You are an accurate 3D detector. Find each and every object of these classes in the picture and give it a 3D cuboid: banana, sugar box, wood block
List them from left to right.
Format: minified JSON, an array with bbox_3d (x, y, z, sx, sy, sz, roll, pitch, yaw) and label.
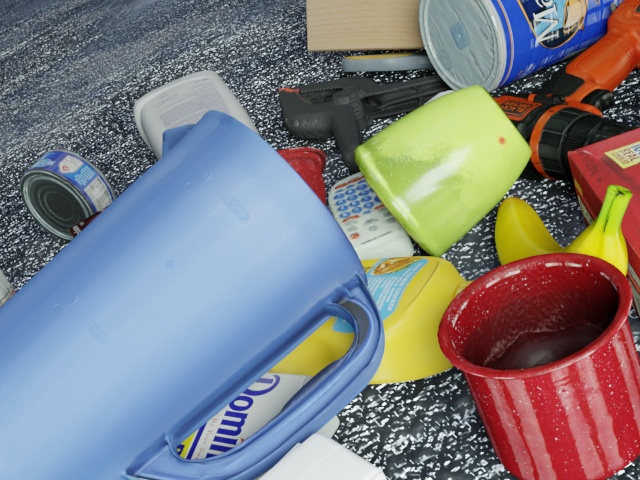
[{"bbox_3d":[-0.086,0.117,0.626,0.177,0.048,0.093,-4,35,36],"label":"sugar box"},{"bbox_3d":[0.087,-0.227,1.013,0.090,0.091,0.207,-10,13,-42],"label":"wood block"},{"bbox_3d":[0.135,0.008,0.610,0.037,0.069,0.198,16,-1,-8],"label":"banana"}]

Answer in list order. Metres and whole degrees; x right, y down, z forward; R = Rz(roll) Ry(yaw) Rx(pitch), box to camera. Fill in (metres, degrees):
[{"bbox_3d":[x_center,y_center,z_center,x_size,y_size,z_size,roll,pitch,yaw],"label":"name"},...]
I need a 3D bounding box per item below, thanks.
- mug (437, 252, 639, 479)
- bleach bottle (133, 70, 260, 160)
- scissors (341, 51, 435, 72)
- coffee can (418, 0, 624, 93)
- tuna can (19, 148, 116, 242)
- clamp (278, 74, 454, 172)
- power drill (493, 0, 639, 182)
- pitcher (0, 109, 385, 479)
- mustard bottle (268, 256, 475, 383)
[{"bbox_3d":[0.107,0.063,0.530,0.093,0.081,0.117,-36,30,-21],"label":"mug"},{"bbox_3d":[-0.104,-0.079,0.968,0.102,0.068,0.251,-26,30,-3],"label":"bleach bottle"},{"bbox_3d":[0.121,-0.167,0.984,0.202,0.016,0.096,1,14,15],"label":"scissors"},{"bbox_3d":[0.167,-0.188,0.874,0.140,0.103,0.103,-25,26,-23],"label":"coffee can"},{"bbox_3d":[-0.229,-0.039,0.968,0.086,0.086,0.033,-2,36,36],"label":"tuna can"},{"bbox_3d":[0.039,-0.120,0.950,0.164,0.036,0.210,-29,27,-22],"label":"clamp"},{"bbox_3d":[0.212,-0.109,0.771,0.187,0.057,0.185,-35,29,-19],"label":"power drill"},{"bbox_3d":[-0.094,0.060,0.562,0.242,0.145,0.149,-42,24,-13],"label":"pitcher"},{"bbox_3d":[0.031,0.047,0.642,0.192,0.058,0.096,-4,28,34],"label":"mustard bottle"}]
